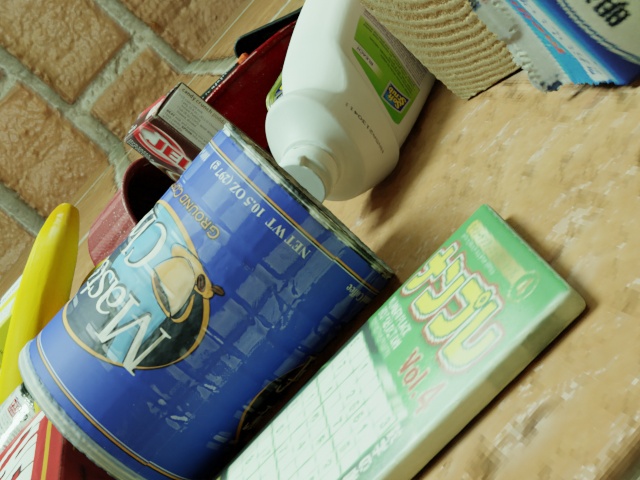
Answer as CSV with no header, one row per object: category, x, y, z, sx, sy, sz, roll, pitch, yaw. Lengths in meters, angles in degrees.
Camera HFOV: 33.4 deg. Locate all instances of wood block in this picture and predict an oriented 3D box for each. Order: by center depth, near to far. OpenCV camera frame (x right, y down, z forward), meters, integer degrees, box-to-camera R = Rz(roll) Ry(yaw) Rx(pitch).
wood block,0.115,-0.189,0.588,0.090,0.090,0.206,-26,27,57

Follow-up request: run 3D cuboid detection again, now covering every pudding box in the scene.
pudding box,-0.081,-0.059,0.778,0.039,0.113,0.090,-58,16,-17

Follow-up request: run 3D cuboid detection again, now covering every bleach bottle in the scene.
bleach bottle,0.020,-0.108,0.632,0.068,0.102,0.250,-31,22,37

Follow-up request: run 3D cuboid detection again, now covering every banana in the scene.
banana,-0.196,0.074,0.733,0.069,0.037,0.198,-121,41,-77

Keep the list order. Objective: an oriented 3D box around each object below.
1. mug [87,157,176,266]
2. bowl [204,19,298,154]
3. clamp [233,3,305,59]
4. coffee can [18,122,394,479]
mug,-0.132,0.002,0.849,0.082,0.093,0.117,-42,52,42
bowl,-0.047,-0.107,0.874,0.162,0.055,0.162,-45,0,0
clamp,-0.003,-0.215,1.018,0.120,0.039,0.171,3,32,32
coffee can,-0.051,0.033,0.483,0.140,0.102,0.103,-48,15,3
